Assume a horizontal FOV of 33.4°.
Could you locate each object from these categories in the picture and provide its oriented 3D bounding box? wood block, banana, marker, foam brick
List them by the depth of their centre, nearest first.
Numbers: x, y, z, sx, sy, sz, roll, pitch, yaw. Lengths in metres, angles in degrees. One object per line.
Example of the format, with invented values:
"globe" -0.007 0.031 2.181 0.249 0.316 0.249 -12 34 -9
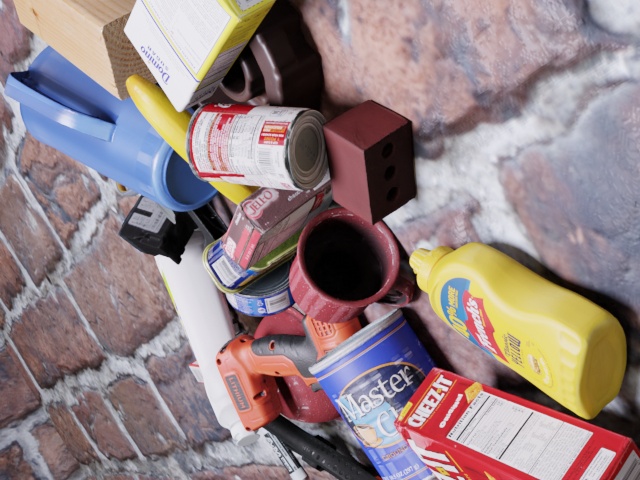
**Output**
"foam brick" 0.041 -0.064 0.866 0.051 0.053 0.078 34 147 40
"banana" -0.110 -0.083 1.024 0.197 0.037 0.070 43 178 -34
"wood block" -0.237 -0.242 1.115 0.206 0.090 0.091 37 149 35
"marker" -0.060 0.276 1.455 0.121 0.020 0.020 55 154 6

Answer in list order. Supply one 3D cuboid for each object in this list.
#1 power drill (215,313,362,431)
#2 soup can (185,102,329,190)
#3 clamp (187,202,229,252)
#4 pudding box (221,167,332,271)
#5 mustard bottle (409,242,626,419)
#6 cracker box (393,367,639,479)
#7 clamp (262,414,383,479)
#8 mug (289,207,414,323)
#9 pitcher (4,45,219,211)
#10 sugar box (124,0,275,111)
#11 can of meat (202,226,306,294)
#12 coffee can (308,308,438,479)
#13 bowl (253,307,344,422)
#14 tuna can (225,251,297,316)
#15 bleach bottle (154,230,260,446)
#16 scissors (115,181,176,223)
"power drill" -0.011 0.153 1.124 0.188 0.057 0.184 -16 98 38
"soup can" -0.051 -0.078 0.881 0.102 0.068 0.068 7 128 31
"clamp" -0.095 0.004 1.190 0.120 0.039 0.171 21 145 39
"pudding box" -0.032 -0.030 0.960 0.039 0.113 0.090 50 153 9
"mustard bottle" 0.140 0.053 0.814 0.192 0.058 0.096 34 153 41
"cracker box" 0.179 0.199 0.848 0.214 0.072 0.164 14 147 55
"clamp" -0.002 0.257 1.287 0.210 0.036 0.164 27 167 32
"mug" 0.028 0.031 0.969 0.117 0.093 0.082 19 157 -5
"pitcher" -0.213 -0.124 1.141 0.243 0.149 0.145 30 149 37
"sugar box" -0.103 -0.184 0.875 0.093 0.048 0.176 56 154 2
"can of meat" -0.057 0.001 1.055 0.057 0.102 0.084 56 152 1
"coffee can" 0.069 0.148 0.992 0.140 0.102 0.103 56 154 3
"bowl" -0.034 0.154 1.234 0.162 0.055 0.162 41 149 30
"tuna can" -0.060 0.039 1.118 0.086 0.086 0.034 36 149 38
"bleach bottle" -0.124 0.117 1.244 0.102 0.068 0.251 80 169 -61
"scissors" -0.186 -0.079 1.206 0.016 0.096 0.202 22 178 -32
